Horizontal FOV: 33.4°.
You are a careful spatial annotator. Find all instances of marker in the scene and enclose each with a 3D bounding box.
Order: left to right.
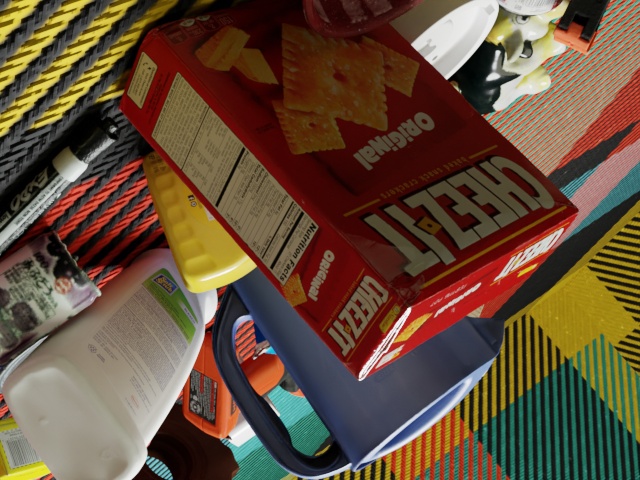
[{"bbox_3d":[-0.162,-0.028,0.621,0.121,0.020,0.020,-42,165,12],"label":"marker"}]

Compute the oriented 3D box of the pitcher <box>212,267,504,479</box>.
[{"bbox_3d":[-0.001,0.041,0.771,0.148,0.243,0.145,-21,157,-49],"label":"pitcher"}]

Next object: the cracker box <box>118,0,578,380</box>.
[{"bbox_3d":[0.017,-0.048,0.606,0.163,0.214,0.072,-25,155,-42],"label":"cracker box"}]

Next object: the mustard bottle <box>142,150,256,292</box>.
[{"bbox_3d":[-0.013,-0.040,0.705,0.191,0.096,0.058,-20,161,-9],"label":"mustard bottle"}]

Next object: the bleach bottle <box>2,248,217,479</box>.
[{"bbox_3d":[-0.127,0.074,0.772,0.068,0.102,0.250,-29,-170,22],"label":"bleach bottle"}]

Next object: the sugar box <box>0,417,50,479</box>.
[{"bbox_3d":[-0.275,0.183,0.826,0.176,0.048,0.093,-29,166,26],"label":"sugar box"}]

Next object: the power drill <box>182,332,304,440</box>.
[{"bbox_3d":[-0.050,0.096,1.039,0.187,0.057,0.184,-24,127,-46],"label":"power drill"}]
